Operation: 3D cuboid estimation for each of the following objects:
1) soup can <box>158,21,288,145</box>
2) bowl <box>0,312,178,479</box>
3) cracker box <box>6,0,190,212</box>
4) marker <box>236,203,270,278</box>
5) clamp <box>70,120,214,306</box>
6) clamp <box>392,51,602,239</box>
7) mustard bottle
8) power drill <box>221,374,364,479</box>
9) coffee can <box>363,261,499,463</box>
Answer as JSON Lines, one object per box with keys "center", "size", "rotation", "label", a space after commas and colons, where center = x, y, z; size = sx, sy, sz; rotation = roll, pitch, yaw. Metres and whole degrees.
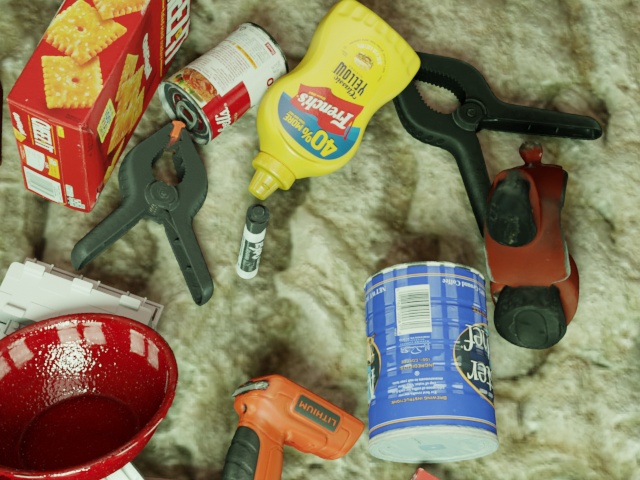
{"center": [-0.087, -0.143, 0.964], "size": [0.068, 0.068, 0.102], "rotation": [43, 67, 11], "label": "soup can"}
{"center": [-0.179, 0.124, 0.768], "size": [0.162, 0.055, 0.162], "rotation": [-3, 38, 2], "label": "bowl"}
{"center": [-0.178, -0.150, 0.901], "size": [0.072, 0.164, 0.213], "rotation": [24, 66, 0], "label": "cracker box"}
{"center": [-0.056, 0.001, 0.876], "size": [0.020, 0.121, 0.020], "rotation": [3, 66, -7], "label": "marker"}
{"center": [-0.148, -0.030, 0.912], "size": [0.120, 0.039, 0.171], "rotation": [13, 55, -26], "label": "clamp"}
{"center": [0.136, -0.101, 0.994], "size": [0.210, 0.036, 0.164], "rotation": [34, 69, 10], "label": "clamp"}
{"center": [-0.001, -0.116, 0.956], "size": [0.096, 0.058, 0.191], "rotation": [39, 81, -15], "label": "mustard bottle"}
{"center": [-0.026, 0.211, 0.805], "size": [0.184, 0.057, 0.187], "rotation": [34, 54, -25], "label": "power drill"}
{"center": [0.087, 0.100, 0.863], "size": [0.102, 0.103, 0.140], "rotation": [2, 66, -7], "label": "coffee can"}
